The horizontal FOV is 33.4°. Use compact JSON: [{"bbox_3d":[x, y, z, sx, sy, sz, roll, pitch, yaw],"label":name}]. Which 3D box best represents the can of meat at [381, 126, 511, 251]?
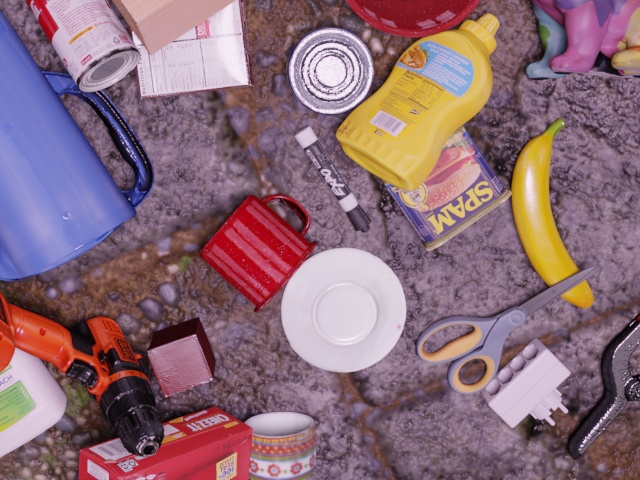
[{"bbox_3d":[0.123,-0.054,1.059,0.102,0.057,0.084,-35,98,4],"label":"can of meat"}]

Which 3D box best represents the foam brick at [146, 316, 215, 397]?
[{"bbox_3d":[-0.137,0.115,1.065,0.053,0.078,0.051,-19,99,0],"label":"foam brick"}]

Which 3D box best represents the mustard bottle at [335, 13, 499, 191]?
[{"bbox_3d":[0.108,-0.143,1.023,0.096,0.058,0.191,33,79,32],"label":"mustard bottle"}]

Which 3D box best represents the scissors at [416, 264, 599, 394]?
[{"bbox_3d":[0.199,0.097,1.095,0.202,0.016,0.096,-18,108,11],"label":"scissors"}]

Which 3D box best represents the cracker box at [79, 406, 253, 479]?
[{"bbox_3d":[-0.151,0.288,1.044,0.163,0.072,0.214,-11,113,-44],"label":"cracker box"}]

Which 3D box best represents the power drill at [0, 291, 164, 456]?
[{"bbox_3d":[-0.238,0.115,0.978,0.187,0.185,0.057,30,103,-40],"label":"power drill"}]

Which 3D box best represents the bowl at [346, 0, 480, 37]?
[{"bbox_3d":[0.084,-0.275,1.011,0.162,0.055,0.162,-2,103,-10],"label":"bowl"}]

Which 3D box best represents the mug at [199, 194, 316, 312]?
[{"bbox_3d":[-0.057,0.001,1.050,0.081,0.093,0.117,41,65,-4],"label":"mug"}]

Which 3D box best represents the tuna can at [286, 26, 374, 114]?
[{"bbox_3d":[0.010,-0.166,1.044,0.086,0.034,0.086,0,100,-3],"label":"tuna can"}]

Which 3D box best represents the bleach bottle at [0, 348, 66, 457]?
[{"bbox_3d":[-0.355,0.090,1.032,0.102,0.068,0.250,-31,111,2],"label":"bleach bottle"}]

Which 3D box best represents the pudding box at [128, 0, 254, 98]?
[{"bbox_3d":[-0.125,-0.187,1.031,0.113,0.039,0.090,-6,101,0],"label":"pudding box"}]

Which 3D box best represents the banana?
[{"bbox_3d":[0.231,-0.020,1.080,0.069,0.037,0.198,-11,101,-1],"label":"banana"}]

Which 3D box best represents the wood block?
[{"bbox_3d":[-0.098,-0.271,0.966,0.206,0.091,0.090,-34,82,-5],"label":"wood block"}]

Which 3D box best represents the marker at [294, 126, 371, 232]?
[{"bbox_3d":[0.014,-0.059,1.071,0.020,0.020,0.121,-33,100,3],"label":"marker"}]

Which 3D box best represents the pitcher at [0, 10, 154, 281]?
[{"bbox_3d":[-0.279,-0.096,1.003,0.145,0.149,0.243,-26,98,23],"label":"pitcher"}]

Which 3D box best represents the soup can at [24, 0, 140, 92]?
[{"bbox_3d":[-0.221,-0.199,0.995,0.068,0.068,0.102,-33,82,3],"label":"soup can"}]
